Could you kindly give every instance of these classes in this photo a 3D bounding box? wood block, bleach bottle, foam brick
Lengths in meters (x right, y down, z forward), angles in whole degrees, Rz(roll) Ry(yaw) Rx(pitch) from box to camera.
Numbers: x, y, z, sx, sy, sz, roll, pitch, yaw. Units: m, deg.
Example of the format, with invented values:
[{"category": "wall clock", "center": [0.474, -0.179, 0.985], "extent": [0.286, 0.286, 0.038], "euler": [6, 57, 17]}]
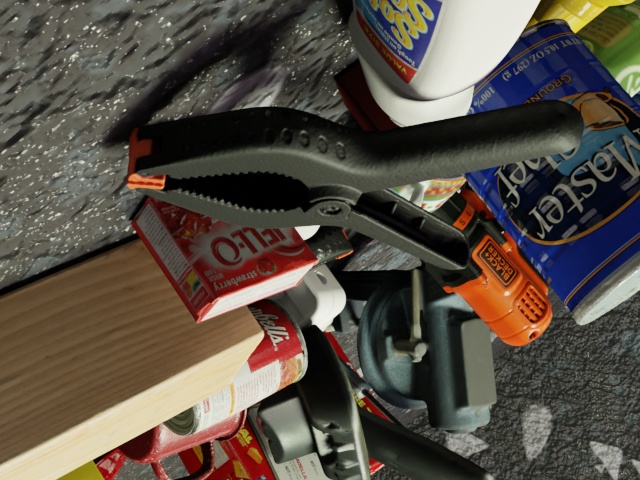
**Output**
[{"category": "wood block", "center": [-0.150, 0.078, 0.619], "extent": [0.205, 0.091, 0.090], "euler": [-25, 162, -34]}, {"category": "bleach bottle", "center": [0.054, -0.109, 0.471], "extent": [0.068, 0.102, 0.251], "euler": [-32, 163, -10]}, {"category": "foam brick", "center": [0.057, -0.091, 0.630], "extent": [0.078, 0.051, 0.053], "euler": [-36, 164, 0]}]

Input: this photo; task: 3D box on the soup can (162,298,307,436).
[{"category": "soup can", "center": [-0.069, 0.091, 0.771], "extent": [0.102, 0.068, 0.069], "euler": [-23, 160, -37]}]

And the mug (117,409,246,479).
[{"category": "mug", "center": [-0.115, 0.134, 0.828], "extent": [0.081, 0.117, 0.093], "euler": [-14, -174, -42]}]

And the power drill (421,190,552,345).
[{"category": "power drill", "center": [0.136, -0.044, 0.794], "extent": [0.187, 0.184, 0.057], "euler": [-48, -166, -24]}]

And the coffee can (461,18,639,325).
[{"category": "coffee can", "center": [0.143, -0.038, 0.601], "extent": [0.102, 0.140, 0.103], "euler": [-32, 163, -12]}]

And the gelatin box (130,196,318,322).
[{"category": "gelatin box", "center": [-0.054, 0.001, 0.624], "extent": [0.089, 0.073, 0.030], "euler": [-19, 158, -46]}]

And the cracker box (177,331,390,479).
[{"category": "cracker box", "center": [-0.038, 0.170, 0.991], "extent": [0.072, 0.164, 0.213], "euler": [-43, 163, 31]}]

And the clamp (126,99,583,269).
[{"category": "clamp", "center": [0.009, -0.027, 0.546], "extent": [0.210, 0.036, 0.165], "euler": [2, 155, -5]}]

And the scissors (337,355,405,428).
[{"category": "scissors", "center": [0.021, 0.116, 0.937], "extent": [0.016, 0.202, 0.096], "euler": [-46, 141, -4]}]
